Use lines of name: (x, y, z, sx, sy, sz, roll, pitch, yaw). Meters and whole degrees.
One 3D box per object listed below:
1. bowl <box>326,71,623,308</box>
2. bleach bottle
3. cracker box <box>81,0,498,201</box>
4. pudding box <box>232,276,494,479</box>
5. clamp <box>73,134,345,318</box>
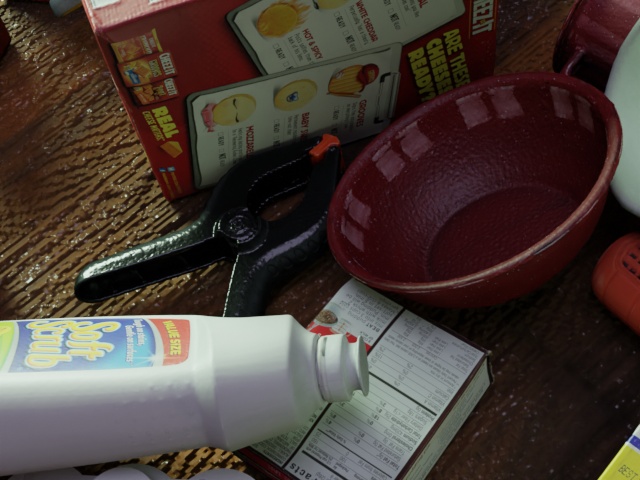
bowl: (0.086, -0.017, 0.563, 0.162, 0.055, 0.162, -21, 37, 17)
bleach bottle: (-0.101, 0.069, 0.516, 0.251, 0.068, 0.102, -7, 16, 10)
cracker box: (-0.012, -0.120, 0.598, 0.213, 0.164, 0.072, -19, 61, -4)
pudding box: (0.020, 0.083, 0.538, 0.090, 0.039, 0.113, 30, 68, 25)
clamp: (-0.054, 0.001, 0.603, 0.120, 0.039, 0.171, 27, 62, 17)
